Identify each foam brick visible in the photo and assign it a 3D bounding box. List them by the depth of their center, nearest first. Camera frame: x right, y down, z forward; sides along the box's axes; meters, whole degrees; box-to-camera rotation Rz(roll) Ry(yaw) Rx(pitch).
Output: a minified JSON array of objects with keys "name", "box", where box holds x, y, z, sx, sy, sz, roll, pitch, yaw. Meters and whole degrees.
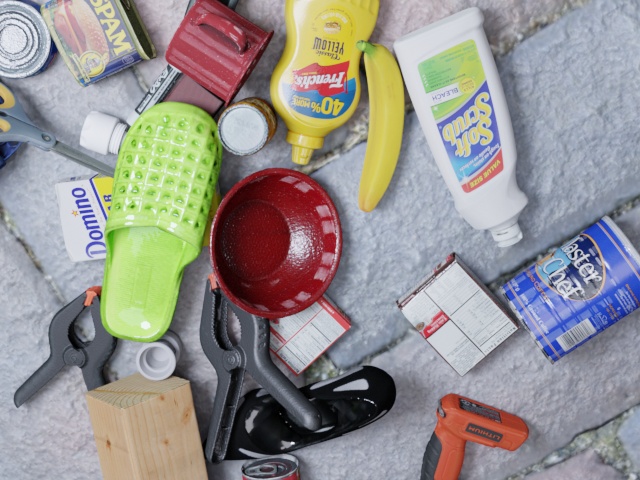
[{"name":"foam brick","box":[-0.145,-0.137,1.151,0.051,0.053,0.078,38,102,-7]}]

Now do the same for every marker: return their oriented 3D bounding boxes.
[{"name":"marker","box":[-0.169,-0.173,1.161,0.020,0.020,0.121,37,101,-7]}]

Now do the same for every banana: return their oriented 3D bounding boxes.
[{"name":"banana","box":[0.061,-0.129,1.141,0.069,0.037,0.198,-26,125,-34]}]

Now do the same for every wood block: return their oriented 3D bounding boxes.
[{"name":"wood block","box":[-0.189,0.263,1.209,0.090,0.091,0.206,-19,106,-36]}]

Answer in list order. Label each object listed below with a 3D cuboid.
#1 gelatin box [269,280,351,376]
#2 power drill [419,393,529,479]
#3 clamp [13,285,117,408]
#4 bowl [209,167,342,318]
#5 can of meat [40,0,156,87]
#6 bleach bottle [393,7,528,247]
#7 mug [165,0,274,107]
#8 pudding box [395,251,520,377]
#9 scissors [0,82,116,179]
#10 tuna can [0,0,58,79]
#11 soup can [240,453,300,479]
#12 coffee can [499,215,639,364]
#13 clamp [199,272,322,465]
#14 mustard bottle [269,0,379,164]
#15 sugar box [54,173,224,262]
[{"name":"gelatin box","box":[-0.021,0.098,1.213,0.089,0.030,0.073,-43,100,10]},{"name":"power drill","box":[0.171,0.285,1.236,0.184,0.057,0.188,21,103,-3]},{"name":"clamp","box":[-0.289,0.134,1.226,0.120,0.039,0.171,6,100,-5]},{"name":"bowl","box":[-0.058,0.001,1.159,0.161,0.055,0.162,-3,95,-30]},{"name":"can of meat","box":[-0.236,-0.223,1.133,0.084,0.057,0.102,-23,101,9]},{"name":"bleach bottle","box":[0.167,-0.114,1.144,0.102,0.068,0.251,-22,104,8]},{"name":"mug","box":[-0.104,-0.199,1.086,0.081,0.117,0.093,32,80,-5]},{"name":"pudding box","box":[0.154,0.084,1.201,0.090,0.039,0.113,-42,100,9]},{"name":"scissors","box":[-0.298,-0.121,1.130,0.201,0.096,0.016,14,136,-28]},{"name":"tuna can","box":[-0.326,-0.217,1.147,0.086,0.033,0.086,0,103,1]},{"name":"soup can","box":[-0.054,0.309,1.243,0.068,0.068,0.102,-5,103,3]},{"name":"coffee can","box":[0.281,0.054,1.157,0.140,0.103,0.103,-35,100,9]},{"name":"clamp","box":[-0.078,0.133,1.176,0.165,0.036,0.210,-17,78,35]},{"name":"mustard bottle","box":[-0.003,-0.175,1.135,0.096,0.058,0.192,9,104,-14]},{"name":"sugar box","box":[-0.198,-0.033,1.180,0.176,0.048,0.093,-8,102,2]}]
